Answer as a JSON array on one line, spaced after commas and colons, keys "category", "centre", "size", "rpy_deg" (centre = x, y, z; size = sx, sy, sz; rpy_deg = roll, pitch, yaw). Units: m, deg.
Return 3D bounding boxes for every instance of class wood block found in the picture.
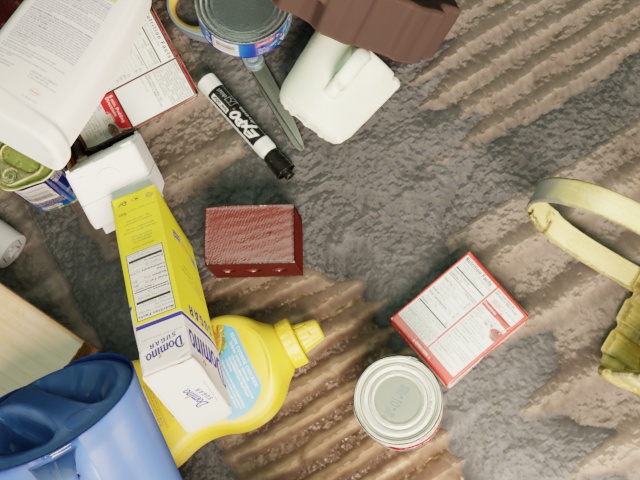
[{"category": "wood block", "centre": [-0.295, 0.066, 0.874], "size": [0.206, 0.091, 0.090], "rpy_deg": [34, 80, 3]}]

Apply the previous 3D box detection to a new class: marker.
[{"category": "marker", "centre": [-0.064, -0.099, 0.939], "size": [0.020, 0.020, 0.121], "rpy_deg": [-40, 76, -3]}]

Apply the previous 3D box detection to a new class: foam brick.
[{"category": "foam brick", "centre": [-0.056, 0.001, 0.897], "size": [0.078, 0.053, 0.051], "rpy_deg": [-2, 77, 7]}]

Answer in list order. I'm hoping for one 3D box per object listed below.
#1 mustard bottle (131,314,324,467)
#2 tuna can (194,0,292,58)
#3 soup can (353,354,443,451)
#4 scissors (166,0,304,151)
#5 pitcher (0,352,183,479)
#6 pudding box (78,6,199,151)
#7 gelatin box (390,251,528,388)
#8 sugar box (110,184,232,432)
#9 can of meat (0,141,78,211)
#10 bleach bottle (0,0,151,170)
[{"category": "mustard bottle", "centre": [-0.085, 0.115, 0.871], "size": [0.191, 0.058, 0.096], "rpy_deg": [-27, 69, 0]}, {"category": "tuna can", "centre": [-0.067, -0.205, 0.939], "size": [0.086, 0.034, 0.086], "rpy_deg": [0, 74, -1]}, {"category": "soup can", "centre": [0.062, 0.127, 0.829], "size": [0.068, 0.102, 0.068], "rpy_deg": [-1, 77, 6]}, {"category": "scissors", "centre": [-0.080, -0.163, 0.956], "size": [0.096, 0.016, 0.202], "rpy_deg": [-12, 75, 1]}, {"category": "pitcher", "centre": [-0.146, 0.216, 0.764], "size": [0.145, 0.149, 0.243], "rpy_deg": [-9, 115, 32]}, {"category": "pudding box", "centre": [-0.176, -0.141, 0.937], "size": [0.113, 0.039, 0.090], "rpy_deg": [-28, 98, -2]}, {"category": "gelatin box", "centre": [0.114, 0.065, 0.875], "size": [0.089, 0.030, 0.073], "rpy_deg": [-40, 75, -4]}, {"category": "sugar box", "centre": [-0.116, 0.050, 0.829], "size": [0.048, 0.093, 0.176], "rpy_deg": [-23, 52, 1]}, {"category": "can of meat", "centre": [-0.249, -0.082, 0.923], "size": [0.057, 0.084, 0.102], "rpy_deg": [-19, 76, 2]}, {"category": "bleach bottle", "centre": [-0.186, -0.185, 0.879], "size": [0.102, 0.068, 0.250], "rpy_deg": [29, 70, 5]}]
